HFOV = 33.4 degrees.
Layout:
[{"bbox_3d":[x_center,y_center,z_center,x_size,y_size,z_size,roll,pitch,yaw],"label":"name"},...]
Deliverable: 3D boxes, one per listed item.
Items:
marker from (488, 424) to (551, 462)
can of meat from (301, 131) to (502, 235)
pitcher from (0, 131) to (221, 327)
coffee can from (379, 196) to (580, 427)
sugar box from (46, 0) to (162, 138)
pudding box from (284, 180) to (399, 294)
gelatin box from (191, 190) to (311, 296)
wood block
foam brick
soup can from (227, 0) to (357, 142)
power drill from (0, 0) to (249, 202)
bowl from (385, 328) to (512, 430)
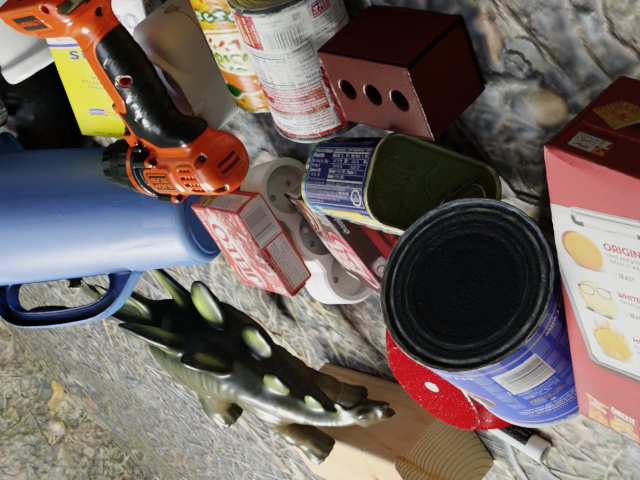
[{"bbox_3d":[0.145,0.155,0.930,0.121,0.020,0.020,29,152,34],"label":"marker"},{"bbox_3d":[0.050,-0.033,0.687,0.101,0.057,0.084,16,177,-31],"label":"can of meat"},{"bbox_3d":[-0.210,-0.016,0.986,0.243,0.145,0.149,-3,129,22],"label":"pitcher"},{"bbox_3d":[0.111,0.047,0.641,0.103,0.103,0.140,28,175,35],"label":"coffee can"},{"bbox_3d":[-0.168,-0.151,0.870,0.093,0.048,0.176,6,150,8],"label":"sugar box"},{"bbox_3d":[0.024,-0.007,0.803,0.090,0.039,0.113,52,176,-15],"label":"pudding box"},{"bbox_3d":[-0.056,0.001,0.859,0.073,0.030,0.089,11,139,54],"label":"gelatin box"},{"bbox_3d":[0.057,0.198,1.063,0.206,0.090,0.090,8,137,56],"label":"wood block"},{"bbox_3d":[0.047,-0.100,0.626,0.078,0.051,0.053,20,146,46],"label":"foam brick"},{"bbox_3d":[-0.012,-0.121,0.669,0.069,0.068,0.102,25,150,40],"label":"soup can"},{"bbox_3d":[-0.151,-0.109,0.785,0.185,0.057,0.187,4,137,53],"label":"power drill"},{"bbox_3d":[0.106,0.101,0.861,0.162,0.055,0.162,37,155,20],"label":"bowl"}]
